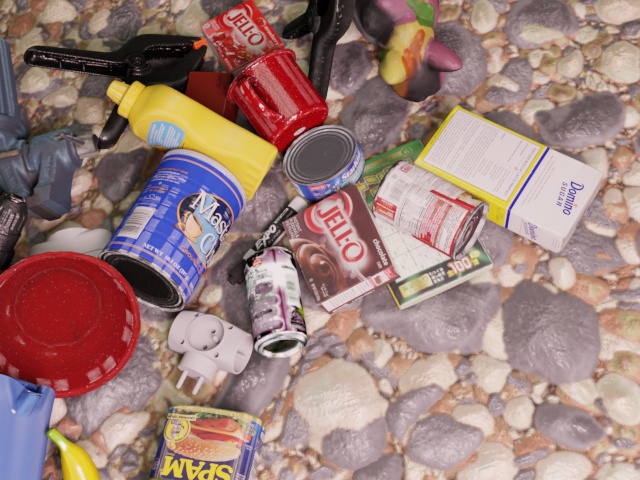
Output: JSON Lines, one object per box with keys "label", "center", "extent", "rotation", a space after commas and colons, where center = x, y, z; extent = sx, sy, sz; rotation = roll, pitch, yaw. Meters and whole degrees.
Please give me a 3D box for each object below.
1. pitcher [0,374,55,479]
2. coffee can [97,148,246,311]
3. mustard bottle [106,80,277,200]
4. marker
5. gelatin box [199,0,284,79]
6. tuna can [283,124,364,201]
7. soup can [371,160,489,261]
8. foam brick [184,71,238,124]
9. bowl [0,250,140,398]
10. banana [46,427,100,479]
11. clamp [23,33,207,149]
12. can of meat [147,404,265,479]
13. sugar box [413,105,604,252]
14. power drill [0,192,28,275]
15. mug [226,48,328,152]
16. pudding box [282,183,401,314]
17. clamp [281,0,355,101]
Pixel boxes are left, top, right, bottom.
{"label": "pitcher", "center": [-0.338, 0.256, 1.020], "extent": [0.145, 0.149, 0.243], "rotation": [2, 65, -5]}
{"label": "coffee can", "center": [-0.154, -0.011, 1.122], "extent": [0.103, 0.103, 0.140], "rotation": [18, 60, 19]}
{"label": "mustard bottle", "center": [-0.143, -0.117, 1.152], "extent": [0.191, 0.096, 0.058], "rotation": [30, 69, -4]}
{"label": "marker", "center": [-0.058, 0.001, 1.154], "extent": [0.020, 0.020, 0.121], "rotation": [34, 73, 24]}
{"label": "gelatin box", "center": [-0.093, -0.241, 1.284], "extent": [0.073, 0.030, 0.089], "rotation": [-29, 61, -6]}
{"label": "tuna can", "center": [0.005, -0.084, 1.168], "extent": [0.086, 0.033, 0.086], "rotation": [-14, 48, 16]}
{"label": "soup can", "center": [0.112, -0.032, 1.094], "extent": [0.102, 0.068, 0.068], "rotation": [30, 71, 20]}
{"label": "foam brick", "center": [-0.127, -0.149, 1.230], "extent": [0.053, 0.051, 0.078], "rotation": [4, 63, 11]}
{"label": "bowl", "center": [-0.269, 0.079, 1.101], "extent": [0.162, 0.162, 0.055], "rotation": [-28, 24, -5]}
{"label": "banana", "center": [-0.242, 0.282, 1.017], "extent": [0.069, 0.037, 0.198], "rotation": [13, 67, -28]}
{"label": "clamp", "center": [-0.224, -0.198, 1.235], "extent": [0.165, 0.036, 0.209], "rotation": [42, 52, 17]}
{"label": "can of meat", "center": [-0.109, 0.210, 1.032], "extent": [0.102, 0.057, 0.084], "rotation": [6, 61, 13]}
{"label": "sugar box", "center": [0.196, -0.066, 1.123], "extent": [0.176, 0.048, 0.093], "rotation": [30, 68, 17]}
{"label": "power drill", "center": [-0.356, 0.045, 1.046], "extent": [0.057, 0.187, 0.184], "rotation": [28, 99, -3]}
{"label": "mug", "center": [-0.049, -0.153, 1.180], "extent": [0.093, 0.117, 0.081], "rotation": [-40, 75, 18]}
{"label": "pudding box", "center": [0.021, 0.009, 1.116], "extent": [0.090, 0.039, 0.113], "rotation": [-29, 61, 9]}
{"label": "clamp", "center": [-0.001, -0.252, 1.211], "extent": [0.039, 0.172, 0.120], "rotation": [-7, 50, -31]}
